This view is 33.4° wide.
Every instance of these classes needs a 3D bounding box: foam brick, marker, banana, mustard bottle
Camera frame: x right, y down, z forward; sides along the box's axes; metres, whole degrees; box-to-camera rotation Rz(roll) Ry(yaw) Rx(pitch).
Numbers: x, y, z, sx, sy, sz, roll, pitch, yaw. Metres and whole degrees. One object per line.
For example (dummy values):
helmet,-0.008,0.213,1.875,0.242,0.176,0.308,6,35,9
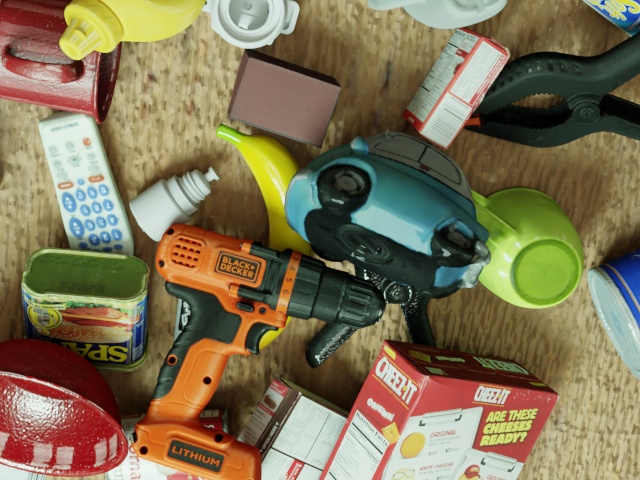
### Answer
foam brick,-0.029,-0.111,0.835,0.078,0.053,0.051,18,105,-10
marker,-0.111,0.056,0.896,0.020,0.020,0.121,8,106,-8
banana,-0.038,-0.003,0.879,0.070,0.037,0.198,-2,107,15
mustard bottle,-0.117,-0.196,0.746,0.096,0.058,0.191,36,65,-2

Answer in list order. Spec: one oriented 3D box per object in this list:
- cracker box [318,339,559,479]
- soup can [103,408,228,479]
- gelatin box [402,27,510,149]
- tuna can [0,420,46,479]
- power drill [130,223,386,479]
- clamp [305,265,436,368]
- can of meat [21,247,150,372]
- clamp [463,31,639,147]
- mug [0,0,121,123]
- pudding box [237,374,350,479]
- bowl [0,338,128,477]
cracker box,0.084,0.197,0.903,0.163,0.072,0.214,13,107,-39
soup can,-0.129,0.180,0.908,0.102,0.068,0.068,-2,107,-4
gelatin box,0.105,-0.121,0.834,0.030,0.073,0.089,30,101,-15
tuna can,-0.276,0.189,0.914,0.086,0.034,0.086,-2,107,-5
power drill,-0.057,0.094,0.830,0.184,0.057,0.187,16,82,3
clamp,0.052,0.044,0.898,0.120,0.039,0.171,0,105,-14
can of meat,-0.186,0.055,0.852,0.102,0.057,0.084,5,134,-7
clamp,0.211,-0.120,0.828,0.210,0.036,0.164,-1,143,11
mug,-0.196,-0.135,0.781,0.081,0.117,0.093,10,112,-4
pudding box,-0.017,0.175,0.898,0.113,0.039,0.090,36,83,-46
bowl,-0.223,0.125,0.838,0.162,0.055,0.162,7,141,5
